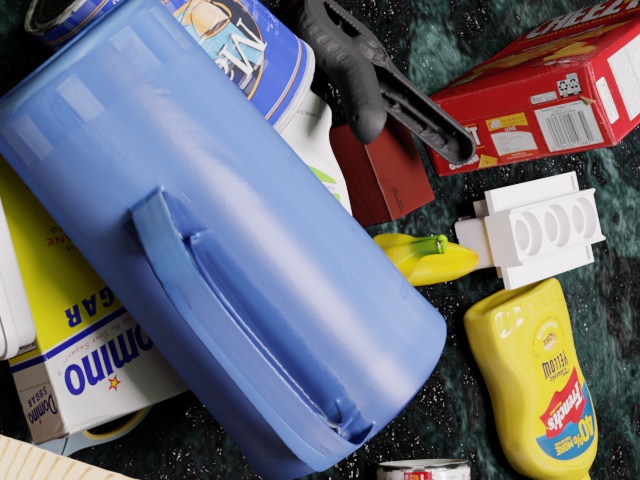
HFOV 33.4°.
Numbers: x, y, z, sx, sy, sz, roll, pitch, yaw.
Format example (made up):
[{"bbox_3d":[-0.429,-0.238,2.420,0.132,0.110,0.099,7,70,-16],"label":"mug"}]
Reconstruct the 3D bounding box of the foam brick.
[{"bbox_3d":[0.037,-0.053,0.773,0.052,0.051,0.078,-27,100,-41],"label":"foam brick"}]

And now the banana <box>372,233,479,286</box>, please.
[{"bbox_3d":[0.069,0.016,0.763,0.197,0.070,0.037,7,87,-75],"label":"banana"}]

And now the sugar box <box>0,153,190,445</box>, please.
[{"bbox_3d":[-0.137,0.013,0.587,0.093,0.048,0.176,-17,84,-45],"label":"sugar box"}]

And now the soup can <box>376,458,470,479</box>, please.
[{"bbox_3d":[0.075,0.207,0.749,0.068,0.069,0.102,5,78,-42],"label":"soup can"}]

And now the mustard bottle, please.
[{"bbox_3d":[0.180,0.134,0.867,0.096,0.058,0.191,-22,98,-42],"label":"mustard bottle"}]

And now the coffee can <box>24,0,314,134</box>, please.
[{"bbox_3d":[-0.087,-0.120,0.634,0.140,0.103,0.102,39,58,-31],"label":"coffee can"}]

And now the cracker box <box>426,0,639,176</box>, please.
[{"bbox_3d":[0.202,-0.134,0.863,0.213,0.165,0.072,-37,110,-40],"label":"cracker box"}]

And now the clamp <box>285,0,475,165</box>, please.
[{"bbox_3d":[0.036,-0.113,0.731,0.120,0.039,0.171,21,33,-46],"label":"clamp"}]

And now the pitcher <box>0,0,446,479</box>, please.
[{"bbox_3d":[-0.054,0.001,0.544,0.242,0.149,0.144,51,57,-16],"label":"pitcher"}]
